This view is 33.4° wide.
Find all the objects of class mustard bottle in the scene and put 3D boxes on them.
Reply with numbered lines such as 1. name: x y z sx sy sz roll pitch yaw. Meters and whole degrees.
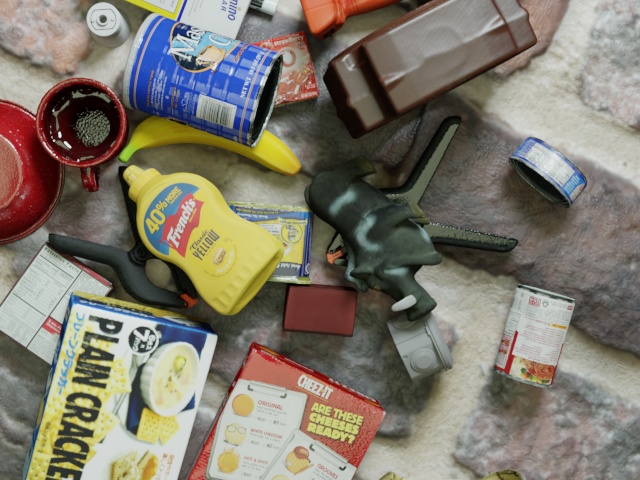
1. mustard bottle: -0.136 -0.015 1.125 0.192 0.058 0.096 40 98 15

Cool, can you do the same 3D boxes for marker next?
1. marker: -0.105 -0.275 1.166 0.121 0.020 0.020 18 93 -5

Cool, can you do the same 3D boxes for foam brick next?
1. foam brick: -0.002 0.075 1.182 0.078 0.053 0.051 5 94 -5

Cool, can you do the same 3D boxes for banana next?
1. banana: -0.119 -0.109 1.165 0.197 0.037 0.069 3 80 -9

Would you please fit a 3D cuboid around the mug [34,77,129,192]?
1. mug: -0.247 -0.110 1.135 0.093 0.081 0.117 -8 91 -3

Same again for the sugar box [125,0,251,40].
1. sugar box: -0.157 -0.284 1.130 0.176 0.048 0.093 22 104 -10

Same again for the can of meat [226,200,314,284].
1. can of meat: -0.058 0.001 1.171 0.102 0.057 0.084 4 92 -4

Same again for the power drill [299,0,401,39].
1. power drill: 0.073 -0.265 1.107 0.188 0.184 0.057 -16 95 7

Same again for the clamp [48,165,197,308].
1. clamp: -0.209 0.017 1.163 0.120 0.039 0.171 -38 94 -13

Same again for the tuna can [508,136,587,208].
1. tuna can: 0.250 -0.075 1.172 0.086 0.086 0.034 41 89 -6

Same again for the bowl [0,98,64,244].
1. bowl: -0.360 -0.074 1.146 0.162 0.055 0.162 0 95 -4

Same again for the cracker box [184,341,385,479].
1. cracker box: -0.050 0.243 1.182 0.164 0.072 0.214 26 91 -6

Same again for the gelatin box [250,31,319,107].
1. gelatin box: -0.052 -0.183 1.171 0.089 0.030 0.073 -14 95 -3

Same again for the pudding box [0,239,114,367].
1. pudding box: -0.295 0.069 1.169 0.090 0.039 0.113 36 89 -6

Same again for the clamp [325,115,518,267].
1. clamp: 0.107 -0.018 1.190 0.210 0.036 0.164 -33 95 1

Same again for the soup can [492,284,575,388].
1. soup can: 0.239 0.106 1.193 0.068 0.068 0.102 15 92 -5

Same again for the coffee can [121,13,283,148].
1. coffee can: -0.121 -0.166 1.107 0.140 0.103 0.103 18 93 4
